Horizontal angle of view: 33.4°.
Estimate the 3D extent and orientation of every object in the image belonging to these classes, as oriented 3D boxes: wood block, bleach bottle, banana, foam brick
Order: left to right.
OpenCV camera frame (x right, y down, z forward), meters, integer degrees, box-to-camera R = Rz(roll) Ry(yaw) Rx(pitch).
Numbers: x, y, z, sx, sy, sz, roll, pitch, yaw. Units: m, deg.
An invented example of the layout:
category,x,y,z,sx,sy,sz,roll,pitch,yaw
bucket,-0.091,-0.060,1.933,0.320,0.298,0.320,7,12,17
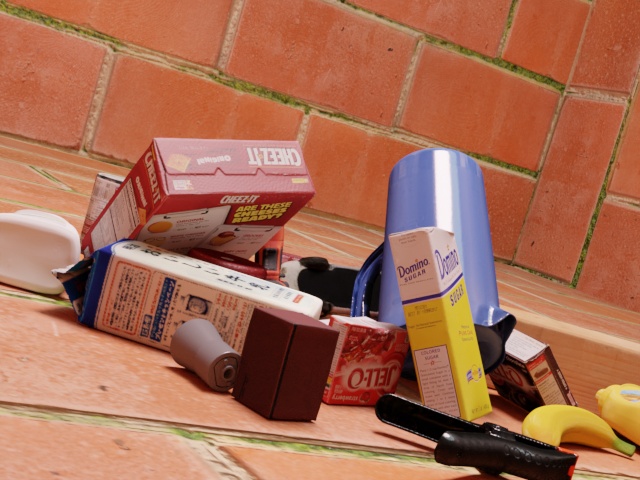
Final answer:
category,x,y,z,sx,sy,sz,roll,pitch,yaw
bleach bottle,-0.296,0.002,1.136,0.102,0.068,0.251,15,3,-8
foam brick,-0.028,0.097,0.843,0.051,0.078,0.053,10,8,-43
wood block,0.289,0.147,1.274,0.206,0.091,0.090,16,5,-6
banana,0.233,0.180,1.011,0.070,0.037,0.197,19,5,40

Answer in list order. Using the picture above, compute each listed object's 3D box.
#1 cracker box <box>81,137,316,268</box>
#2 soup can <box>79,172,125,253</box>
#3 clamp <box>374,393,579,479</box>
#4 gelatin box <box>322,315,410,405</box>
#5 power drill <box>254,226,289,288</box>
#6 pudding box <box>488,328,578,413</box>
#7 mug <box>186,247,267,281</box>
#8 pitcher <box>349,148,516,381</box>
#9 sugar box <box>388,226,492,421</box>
category,x,y,z,sx,sy,sz,roll,pitch,yaw
cracker box,-0.130,-0.025,1.084,0.163,0.072,0.214,-3,-25,-34
soup can,-0.264,-0.029,1.357,0.068,0.102,0.068,16,5,-1
clamp,0.128,0.162,0.858,0.171,0.039,0.120,21,6,-32
gelatin box,0.038,0.109,0.953,0.089,0.073,0.030,12,6,-45
power drill,-0.058,0.001,1.217,0.057,0.188,0.184,4,3,-7
pudding box,0.215,0.139,1.143,0.090,0.039,0.114,60,-17,-23
mug,-0.090,0.059,1.045,0.117,0.081,0.093,18,5,19
pitcher,0.117,0.025,1.155,0.149,0.243,0.145,8,-36,-7
sugar box,0.111,0.078,0.975,0.048,0.176,0.093,-11,-6,21
